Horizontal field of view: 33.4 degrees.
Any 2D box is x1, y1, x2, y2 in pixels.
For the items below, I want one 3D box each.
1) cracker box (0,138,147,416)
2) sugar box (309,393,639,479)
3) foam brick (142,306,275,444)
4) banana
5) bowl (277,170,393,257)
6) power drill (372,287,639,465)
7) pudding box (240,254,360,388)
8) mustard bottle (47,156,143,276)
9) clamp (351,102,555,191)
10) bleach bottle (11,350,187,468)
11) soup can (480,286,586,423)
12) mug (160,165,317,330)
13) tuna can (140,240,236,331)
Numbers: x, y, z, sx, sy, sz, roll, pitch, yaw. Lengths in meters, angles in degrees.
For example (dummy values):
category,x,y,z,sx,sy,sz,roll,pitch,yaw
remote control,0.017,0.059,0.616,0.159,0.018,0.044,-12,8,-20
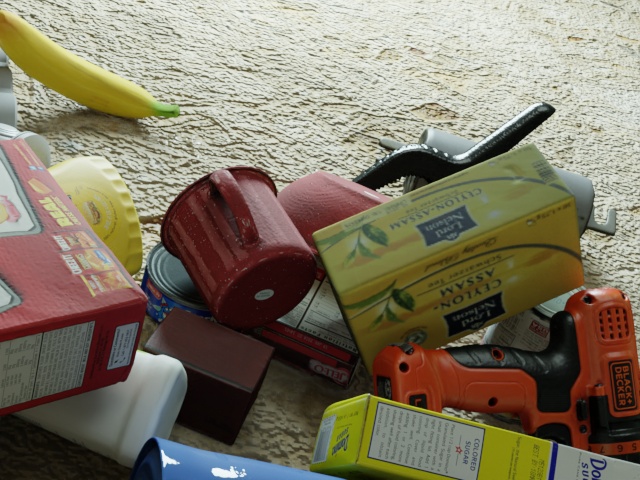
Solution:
category,x,y,z,sx,sy,sz,roll,pitch,yaw
cracker box,-0.223,0.026,0.551,0.213,0.072,0.164,-12,43,-37
sugar box,0.091,0.134,0.623,0.176,0.093,0.048,18,72,-11
foam brick,-0.079,0.090,0.716,0.078,0.053,0.051,23,34,2
banana,-0.220,-0.153,0.956,0.197,0.070,0.037,23,62,-41
bowl,0.029,-0.013,0.859,0.162,0.055,0.162,23,7,-3
power drill,0.133,0.130,0.714,0.187,0.057,0.184,-4,84,-15
pudding box,-0.001,0.054,0.822,0.090,0.039,0.113,24,36,5
mustard bottle,-0.214,-0.005,0.735,0.191,0.058,0.096,-11,80,-51
clamp,0.120,-0.050,0.959,0.210,0.164,0.036,5,1,-8
bleach bottle,-0.209,0.065,0.647,0.251,0.102,0.068,20,75,2
soup can,0.158,0.079,0.809,0.068,0.102,0.068,13,34,-9
mug,-0.055,0.001,0.741,0.093,0.117,0.081,-23,54,-16
tuna can,-0.092,0.035,0.804,0.086,0.034,0.086,14,34,-10
